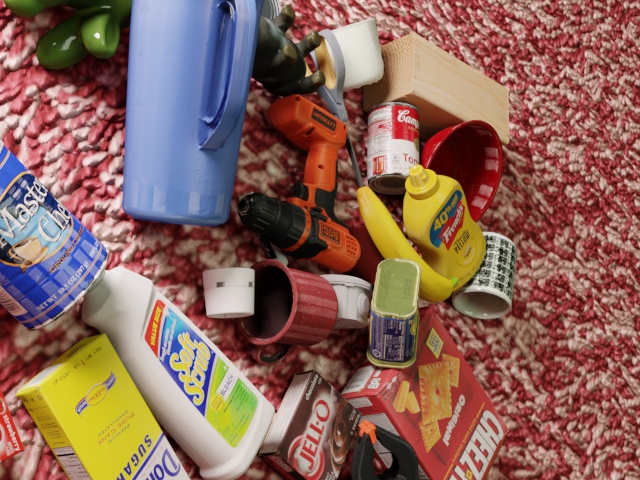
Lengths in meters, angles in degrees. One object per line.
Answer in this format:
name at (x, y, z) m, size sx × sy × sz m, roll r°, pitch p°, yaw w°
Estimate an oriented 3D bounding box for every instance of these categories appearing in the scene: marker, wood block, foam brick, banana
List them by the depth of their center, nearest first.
marker at (-0.058, 0.001, 1.216) m, size 0.020 × 0.020 × 0.121 m, roll -38°, pitch 105°, yaw -46°
banana at (0.104, 0.018, 1.292) m, size 0.197 × 0.037 × 0.069 m, roll 46°, pitch 24°, yaw -29°
foam brick at (0.072, 0.021, 1.322) m, size 0.051 × 0.053 × 0.078 m, roll 7°, pitch 72°, yaw -45°
wood block at (0.160, -0.192, 1.457) m, size 0.205 × 0.091 × 0.090 m, roll 21°, pitch 63°, yaw -41°

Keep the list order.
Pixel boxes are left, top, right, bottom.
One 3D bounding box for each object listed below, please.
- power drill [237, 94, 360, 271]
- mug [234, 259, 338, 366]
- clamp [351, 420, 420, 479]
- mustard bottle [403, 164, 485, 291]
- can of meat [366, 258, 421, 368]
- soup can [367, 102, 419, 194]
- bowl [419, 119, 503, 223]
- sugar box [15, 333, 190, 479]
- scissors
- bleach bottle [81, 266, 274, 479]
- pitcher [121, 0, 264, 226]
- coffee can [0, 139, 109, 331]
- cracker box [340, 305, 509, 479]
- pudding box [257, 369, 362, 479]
power drill at (-0.025, -0.070, 1.231) m, size 0.184 × 0.057 × 0.187 m, roll 28°, pitch 54°, yaw -45°
mug at (-0.039, 0.083, 1.168) m, size 0.081 × 0.093 × 0.117 m, roll 14°, pitch 98°, yaw -48°
clamp at (0.076, 0.288, 1.216) m, size 0.120 × 0.039 × 0.171 m, roll -38°, pitch 106°, yaw -17°
mustard bottle at (0.151, -0.026, 1.358) m, size 0.096 × 0.058 × 0.191 m, roll -51°, pitch 136°, yaw -21°
can of meat at (0.087, 0.082, 1.239) m, size 0.102 × 0.057 × 0.084 m, roll -77°, pitch 170°, yaw -48°
soup can at (0.094, -0.118, 1.380) m, size 0.068 × 0.069 × 0.102 m, roll 19°, pitch 64°, yaw -41°
bowl at (0.174, -0.090, 1.435) m, size 0.161 × 0.055 × 0.162 m, roll -20°, pitch 122°, yaw -36°
sugar box at (-0.197, 0.185, 0.989) m, size 0.093 × 0.048 × 0.176 m, roll -42°, pitch 107°, yaw -45°
scissors at (0.011, -0.163, 1.323) m, size 0.016 × 0.096 × 0.202 m, roll -24°, pitch 118°, yaw -29°
bleach bottle at (-0.154, 0.120, 1.045) m, size 0.250 × 0.068 × 0.102 m, roll 49°, pitch 44°, yaw -21°
pitcher at (-0.128, -0.138, 1.057) m, size 0.149 × 0.145 × 0.243 m, roll -14°, pitch 110°, yaw -80°
coffee can at (-0.270, -0.005, 0.933) m, size 0.140 × 0.103 × 0.102 m, roll 49°, pitch 47°, yaw -24°
cracker box at (0.132, 0.214, 1.307) m, size 0.213 × 0.072 × 0.164 m, roll 56°, pitch 45°, yaw -18°
pudding box at (-0.010, 0.214, 1.180) m, size 0.090 × 0.039 × 0.113 m, roll 46°, pitch 49°, yaw -28°
